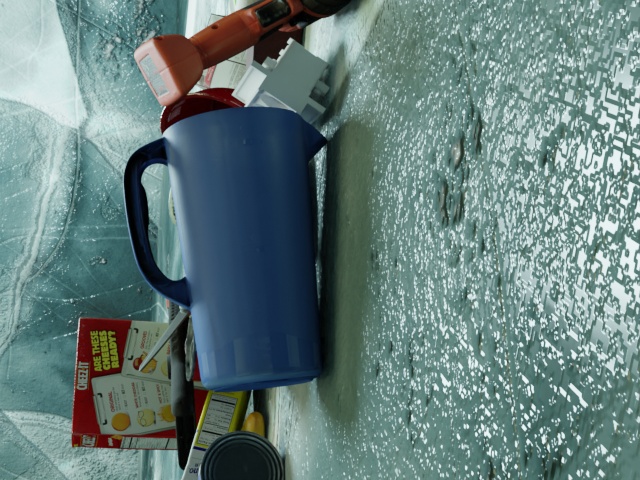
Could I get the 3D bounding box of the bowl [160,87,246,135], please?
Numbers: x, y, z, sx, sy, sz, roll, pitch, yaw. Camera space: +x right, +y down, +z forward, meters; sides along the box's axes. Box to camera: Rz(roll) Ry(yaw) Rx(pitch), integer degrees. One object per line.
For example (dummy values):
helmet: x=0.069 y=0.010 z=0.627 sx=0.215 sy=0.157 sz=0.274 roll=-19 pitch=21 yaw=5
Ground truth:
bowl: x=-0.092 y=-0.112 z=1.165 sx=0.055 sy=0.162 sz=0.162 roll=-59 pitch=-6 yaw=-36

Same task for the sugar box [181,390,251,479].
sugar box: x=-0.116 y=0.222 z=1.225 sx=0.093 sy=0.048 sz=0.176 roll=96 pitch=-176 yaw=-53

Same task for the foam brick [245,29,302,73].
foam brick: x=-0.052 y=-0.197 z=1.158 sx=0.051 sy=0.053 sz=0.078 roll=-152 pitch=67 yaw=-76

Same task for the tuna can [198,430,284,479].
tuna can: x=-0.082 y=0.240 z=1.089 sx=0.034 sy=0.086 sz=0.086 roll=115 pitch=156 yaw=-63

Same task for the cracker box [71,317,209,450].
cracker box: x=-0.219 y=0.194 z=1.424 sx=0.072 sy=0.213 sz=0.164 roll=114 pitch=156 yaw=-58

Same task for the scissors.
scissors: x=-0.160 y=0.066 z=1.257 sx=0.096 sy=0.201 sz=0.016 roll=28 pitch=155 yaw=47

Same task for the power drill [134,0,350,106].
power drill: x=-0.058 y=-0.184 z=0.912 sx=0.057 sy=0.187 sz=0.185 roll=62 pitch=162 yaw=-8

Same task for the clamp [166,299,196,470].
clamp: x=-0.164 y=0.149 z=1.261 sx=0.165 sy=0.036 sz=0.210 roll=101 pitch=164 yaw=-62

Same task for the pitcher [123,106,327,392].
pitcher: x=-0.075 y=0.011 z=0.958 sx=0.149 sy=0.144 sz=0.243 roll=-15 pitch=77 yaw=36

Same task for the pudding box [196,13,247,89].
pudding box: x=-0.095 y=-0.209 z=1.230 sx=0.114 sy=0.039 sz=0.090 roll=22 pitch=92 yaw=41
